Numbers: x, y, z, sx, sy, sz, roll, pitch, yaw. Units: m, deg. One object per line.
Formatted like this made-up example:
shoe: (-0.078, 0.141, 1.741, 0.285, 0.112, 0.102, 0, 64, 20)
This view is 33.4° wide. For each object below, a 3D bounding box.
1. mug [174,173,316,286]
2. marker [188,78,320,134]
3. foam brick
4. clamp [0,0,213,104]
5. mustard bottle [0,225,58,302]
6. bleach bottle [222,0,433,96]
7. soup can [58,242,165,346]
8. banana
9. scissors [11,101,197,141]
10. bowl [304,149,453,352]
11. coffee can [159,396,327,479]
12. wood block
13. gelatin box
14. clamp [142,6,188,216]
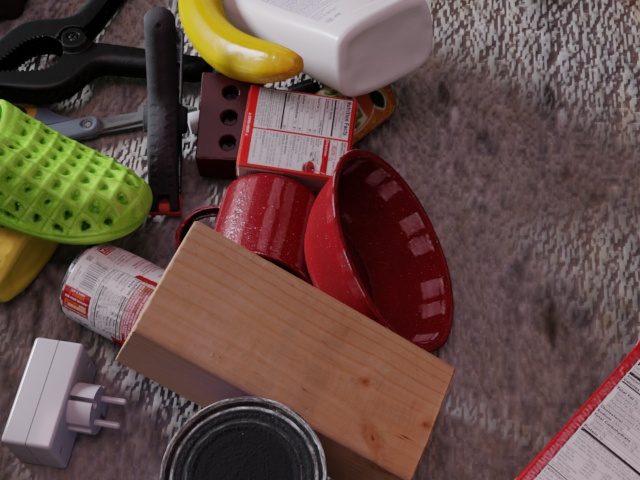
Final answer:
mug: (-0.055, 0.001, 0.834, 0.117, 0.093, 0.081, 5, 56, 9)
marker: (-0.059, -0.119, 0.943, 0.121, 0.020, 0.020, -17, 60, -6)
foam brick: (-0.075, -0.095, 0.898, 0.053, 0.051, 0.078, 2, 76, -2)
clamp: (-0.212, -0.168, 0.965, 0.209, 0.036, 0.165, -30, 60, -20)
mustard bottle: (-0.313, -0.026, 0.882, 0.192, 0.058, 0.096, 23, 62, 16)
bleach bottle: (-0.021, -0.203, 0.934, 0.102, 0.068, 0.251, -29, 40, -24)
soup can: (-0.141, 0.050, 0.822, 0.102, 0.068, 0.068, 25, 64, 17)
banana: (-0.077, -0.177, 0.883, 0.070, 0.037, 0.198, -48, 47, 19)
scissors: (-0.219, -0.112, 0.951, 0.201, 0.016, 0.096, -23, 61, -10)
bowl: (0.036, 0.015, 0.804, 0.055, 0.161, 0.162, -25, 55, 29)
coffee can: (-0.043, 0.176, 0.700, 0.103, 0.140, 0.103, -2, 60, 3)
wood block: (-0.025, 0.085, 0.739, 0.206, 0.091, 0.090, 30, 63, -6)
gelatin box: (-0.018, -0.080, 0.851, 0.089, 0.030, 0.073, 8, 69, -2)
clamp: (-0.129, -0.108, 0.878, 0.039, 0.120, 0.171, -3, 85, 2)
